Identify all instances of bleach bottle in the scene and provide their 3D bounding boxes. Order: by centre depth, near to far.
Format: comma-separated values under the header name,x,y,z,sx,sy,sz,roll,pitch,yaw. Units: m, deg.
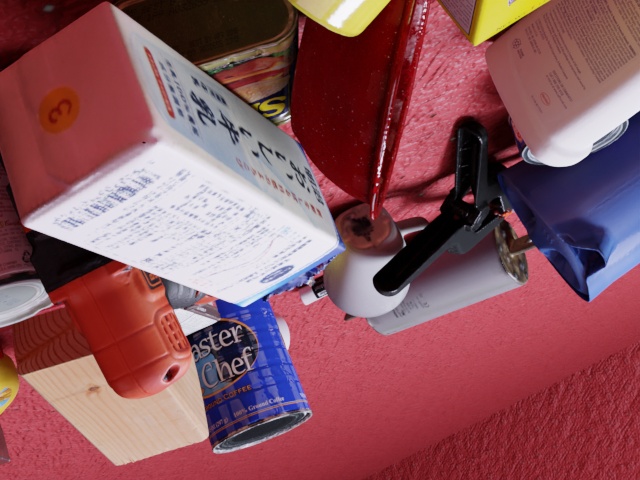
name,x,y,z,sx,sy,sz,roll,pitch,yaw
bleach bottle,0.221,-0.150,0.656,0.067,0.102,0.251,-10,160,-47

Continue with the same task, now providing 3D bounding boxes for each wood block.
name,x,y,z,sx,sy,sz,roll,pitch,yaw
wood block,-0.166,0.099,0.865,0.091,0.090,0.206,-17,149,1

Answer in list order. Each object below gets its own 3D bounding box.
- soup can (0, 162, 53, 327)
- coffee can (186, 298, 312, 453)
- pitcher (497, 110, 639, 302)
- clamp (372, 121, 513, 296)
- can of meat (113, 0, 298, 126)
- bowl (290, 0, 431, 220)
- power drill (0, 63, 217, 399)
name,x,y,z,sx,sy,sz,roll,pitch,yaw
soup can,-0.186,-0.010,0.585,0.068,0.102,0.068,-20,163,-7
coffee can,-0.080,0.121,1.034,0.102,0.140,0.103,-20,162,-7
pitcher,0.279,-0.071,0.908,0.243,0.149,0.145,-35,155,2
clamp,0.122,-0.020,0.957,0.165,0.036,0.209,-58,159,10
can of meat,-0.060,-0.094,0.566,0.102,0.057,0.084,-19,160,-8
bowl,0.022,-0.095,0.565,0.055,0.162,0.162,13,163,6
power drill,-0.111,-0.014,0.615,0.057,0.184,0.187,-24,-177,15
